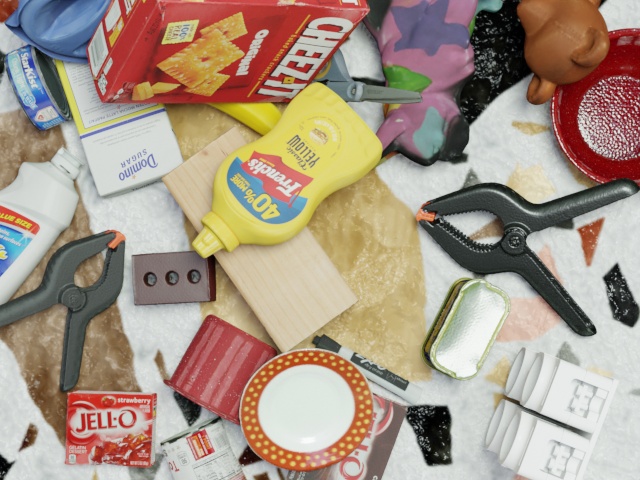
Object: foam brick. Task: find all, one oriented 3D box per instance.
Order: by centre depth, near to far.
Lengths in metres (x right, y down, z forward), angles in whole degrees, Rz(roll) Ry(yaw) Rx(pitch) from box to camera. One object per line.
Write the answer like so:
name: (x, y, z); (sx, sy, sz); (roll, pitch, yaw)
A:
foam brick: (-0.146, 0.038, 1.075); (0.078, 0.051, 0.053); (-4, 87, 1)

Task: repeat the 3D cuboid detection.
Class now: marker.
marker: (0.046, 0.129, 1.079); (0.121, 0.020, 0.020); (29, 88, 3)

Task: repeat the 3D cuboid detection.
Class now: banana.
banana: (-0.116, -0.146, 1.070); (0.197, 0.037, 0.069); (14, 59, -24)

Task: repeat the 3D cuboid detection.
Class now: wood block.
wood block: (-0.057, 0.002, 1.055); (0.090, 0.091, 0.206); (-35, 87, -1)

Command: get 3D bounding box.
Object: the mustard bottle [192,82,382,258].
mustard bottle: (-0.041, -0.053, 0.982); (0.191, 0.058, 0.096); (-42, 81, -10)

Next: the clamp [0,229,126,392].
clamp: (-0.262, 0.056, 1.069); (0.120, 0.039, 0.171); (31, 84, -31)

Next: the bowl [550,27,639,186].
bowl: (0.307, -0.127, 1.068); (0.162, 0.055, 0.162); (0, 87, 2)

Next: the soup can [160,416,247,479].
soup can: (-0.109, 0.233, 1.054); (0.068, 0.068, 0.102); (-24, 86, 0)

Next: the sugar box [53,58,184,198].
sugar box: (-0.207, -0.139, 1.090); (0.093, 0.048, 0.176); (-18, 89, -2)

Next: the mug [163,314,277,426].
mug: (-0.086, 0.131, 1.056); (0.117, 0.093, 0.081); (33, 82, -28)

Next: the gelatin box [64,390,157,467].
gelatin box: (-0.212, 0.190, 1.079); (0.089, 0.030, 0.073); (2, 87, 2)

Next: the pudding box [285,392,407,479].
pudding box: (0.026, 0.202, 1.066); (0.090, 0.039, 0.113); (20, 87, 3)

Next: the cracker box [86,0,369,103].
cracker box: (-0.087, -0.192, 0.982); (0.213, 0.164, 0.072); (-5, 67, -32)

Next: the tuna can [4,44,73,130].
tuna can: (-0.283, -0.155, 1.073); (0.034, 0.086, 0.086); (-22, 86, 2)

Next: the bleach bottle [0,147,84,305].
bleach bottle: (-0.337, 0.005, 1.078); (0.102, 0.068, 0.251); (39, 86, 2)

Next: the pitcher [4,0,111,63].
pitcher: (-0.219, -0.307, 1.035); (0.149, 0.145, 0.243); (7, 64, -32)

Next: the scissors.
scissors: (0.032, -0.160, 1.024); (0.016, 0.202, 0.096); (6, 81, -35)

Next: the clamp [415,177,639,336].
clamp: (0.198, 0.006, 1.063); (0.210, 0.036, 0.164); (8, 106, 13)

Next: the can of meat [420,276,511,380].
can of meat: (0.142, 0.086, 1.047); (0.057, 0.084, 0.102); (27, 88, 3)
